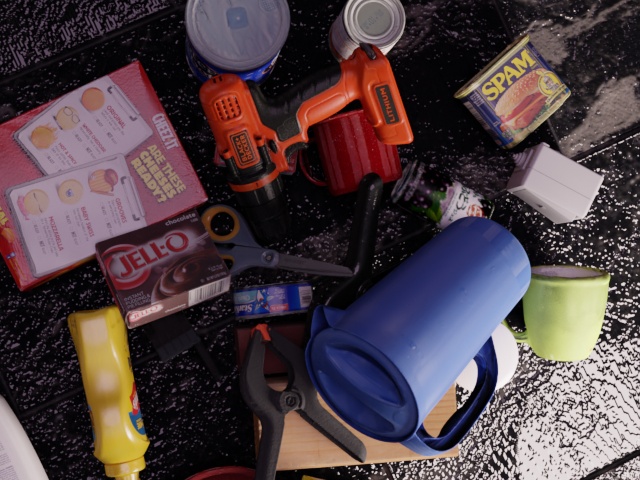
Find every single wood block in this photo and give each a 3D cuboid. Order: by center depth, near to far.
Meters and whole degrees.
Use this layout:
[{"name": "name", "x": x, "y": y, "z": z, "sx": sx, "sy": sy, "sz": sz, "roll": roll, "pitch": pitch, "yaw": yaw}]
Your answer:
[{"name": "wood block", "x": 0.034, "y": 0.187, "z": 1.131, "sx": 0.206, "sy": 0.090, "sz": 0.091, "roll": -3, "pitch": 87, "yaw": -7}]

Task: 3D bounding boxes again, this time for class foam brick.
[{"name": "foam brick", "x": -0.051, "y": 0.114, "z": 1.141, "sx": 0.078, "sy": 0.053, "sz": 0.051, "roll": -4, "pitch": 88, "yaw": -8}]

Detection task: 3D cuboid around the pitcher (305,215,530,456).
[{"name": "pitcher", "x": 0.113, "y": 0.087, "z": 1.067, "sx": 0.242, "sy": 0.145, "sz": 0.149, "roll": -40, "pitch": 137, "yaw": -36}]

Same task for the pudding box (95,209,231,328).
[{"name": "pudding box", "x": -0.158, "y": 0.028, "z": 1.072, "sx": 0.113, "sy": 0.039, "sz": 0.090, "roll": -19, "pitch": 60, "yaw": -21}]

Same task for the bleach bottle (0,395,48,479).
[{"name": "bleach bottle", "x": -0.345, "y": 0.208, "z": 1.099, "sx": 0.102, "sy": 0.068, "sz": 0.251, "roll": -21, "pitch": 88, "yaw": -7}]

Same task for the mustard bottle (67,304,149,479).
[{"name": "mustard bottle", "x": -0.214, "y": 0.164, "z": 1.098, "sx": 0.058, "sy": 0.096, "sz": 0.191, "roll": -10, "pitch": 89, "yaw": -8}]

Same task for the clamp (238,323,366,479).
[{"name": "clamp", "x": -0.023, "y": 0.164, "z": 1.060, "sx": 0.120, "sy": 0.039, "sz": 0.171, "roll": -8, "pitch": 82, "yaw": -25}]

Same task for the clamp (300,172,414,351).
[{"name": "clamp", "x": 0.051, "y": 0.052, "z": 1.125, "sx": 0.164, "sy": 0.036, "sz": 0.210, "roll": 33, "pitch": 84, "yaw": -44}]

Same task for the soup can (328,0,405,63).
[{"name": "soup can", "x": 0.049, "y": -0.226, "z": 1.141, "sx": 0.068, "sy": 0.102, "sz": 0.068, "roll": 0, "pitch": 88, "yaw": -7}]

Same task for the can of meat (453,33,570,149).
[{"name": "can of meat", "x": 0.214, "y": -0.163, "z": 1.182, "sx": 0.102, "sy": 0.057, "sz": 0.084, "roll": -41, "pitch": 96, "yaw": -6}]

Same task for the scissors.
[{"name": "scissors", "x": -0.057, "y": 0.001, "z": 1.115, "sx": 0.202, "sy": 0.016, "sz": 0.096, "roll": -7, "pitch": 70, "yaw": 25}]

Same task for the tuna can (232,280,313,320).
[{"name": "tuna can", "x": -0.050, "y": 0.063, "z": 1.127, "sx": 0.086, "sy": 0.086, "sz": 0.034, "roll": -6, "pitch": 87, "yaw": -7}]

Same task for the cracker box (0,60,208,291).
[{"name": "cracker box", "x": -0.249, "y": -0.066, "z": 1.115, "sx": 0.213, "sy": 0.072, "sz": 0.164, "roll": -27, "pitch": 92, "yaw": -8}]

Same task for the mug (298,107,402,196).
[{"name": "mug", "x": 0.030, "y": -0.093, "z": 1.146, "sx": 0.117, "sy": 0.093, "sz": 0.081, "roll": -14, "pitch": 92, "yaw": 25}]

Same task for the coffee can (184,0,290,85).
[{"name": "coffee can", "x": -0.089, "y": -0.214, "z": 1.104, "sx": 0.102, "sy": 0.140, "sz": 0.103, "roll": 0, "pitch": 88, "yaw": -7}]

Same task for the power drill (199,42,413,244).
[{"name": "power drill", "x": -0.008, "y": -0.101, "z": 1.054, "sx": 0.187, "sy": 0.057, "sz": 0.184, "roll": -22, "pitch": 119, "yaw": -3}]
